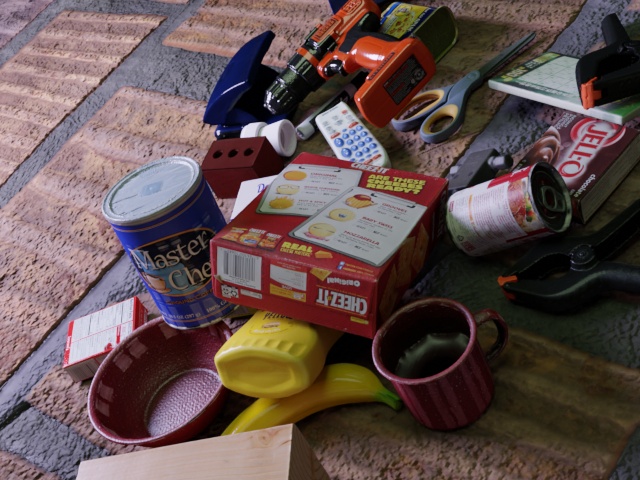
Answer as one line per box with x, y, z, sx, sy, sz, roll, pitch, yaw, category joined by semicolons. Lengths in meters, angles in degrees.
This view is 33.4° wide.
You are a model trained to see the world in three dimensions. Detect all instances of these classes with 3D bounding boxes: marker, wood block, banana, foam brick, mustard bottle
0.018;-0.169;1.319;0.121;0.020;0.020;-43;41;-16;marker
-0.104;0.233;0.910;0.206;0.090;0.090;-13;42;18;wood block
-0.025;0.160;0.981;0.198;0.037;0.069;-25;37;5;banana
-0.094;-0.087;1.272;0.078;0.051;0.053;-2;47;28;foam brick
-0.018;0.075;1.027;0.096;0.058;0.191;-5;25;28;mustard bottle

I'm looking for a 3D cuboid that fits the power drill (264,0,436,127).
0.032;-0.197;1.246;0.184;0.057;0.188;-48;40;-2;power drill

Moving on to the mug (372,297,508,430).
0.112;0.103;0.925;0.117;0.081;0.093;-34;40;-6;mug

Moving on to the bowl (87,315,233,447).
-0.146;0.147;1.052;0.162;0.055;0.162;-17;41;15;bowl

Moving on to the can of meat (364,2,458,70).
0.106;-0.249;1.323;0.084;0.057;0.102;22;61;45;can of meat

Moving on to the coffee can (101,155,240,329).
-0.138;0.003;1.050;0.103;0.140;0.103;-16;33;11;coffee can

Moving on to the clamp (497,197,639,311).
0.248;0.027;0.959;0.171;0.039;0.120;-26;35;13;clamp

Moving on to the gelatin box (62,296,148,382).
-0.233;0.108;1.165;0.089;0.030;0.073;-20;39;10;gelatin box

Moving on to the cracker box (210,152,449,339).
0.015;-0.002;1.028;0.164;0.072;0.213;13;31;19;cracker box

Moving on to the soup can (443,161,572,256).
0.177;-0.028;1.015;0.102;0.068;0.068;-20;36;42;soup can

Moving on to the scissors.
0.178;-0.173;1.231;0.202;0.016;0.096;-27;41;2;scissors

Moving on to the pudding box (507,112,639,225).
0.253;-0.074;1.063;0.090;0.039;0.113;22;60;43;pudding box
